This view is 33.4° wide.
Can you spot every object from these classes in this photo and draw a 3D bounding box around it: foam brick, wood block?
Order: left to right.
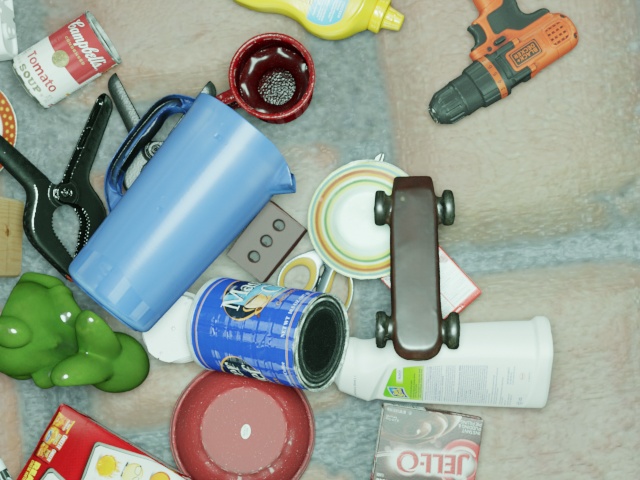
[{"bbox_3d":[-0.389,-0.007,1.120,0.090,0.206,0.091,2,88,3],"label":"wood block"},{"bbox_3d":[-0.058,0.001,1.178,0.053,0.051,0.078,38,90,3],"label":"foam brick"}]

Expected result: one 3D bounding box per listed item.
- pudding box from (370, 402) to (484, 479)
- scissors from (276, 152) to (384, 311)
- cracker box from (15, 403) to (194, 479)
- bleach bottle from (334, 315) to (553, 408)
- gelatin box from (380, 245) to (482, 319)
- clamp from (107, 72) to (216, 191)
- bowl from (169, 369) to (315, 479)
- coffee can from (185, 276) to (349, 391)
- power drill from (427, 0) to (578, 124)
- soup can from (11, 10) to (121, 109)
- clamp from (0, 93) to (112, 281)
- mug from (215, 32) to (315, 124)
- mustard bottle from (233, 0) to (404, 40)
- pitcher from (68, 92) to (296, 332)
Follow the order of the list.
[{"bbox_3d":[0.116,0.229,1.165,0.113,0.039,0.090,9,89,4],"label":"pudding box"},{"bbox_3d":[0.009,-0.006,1.192,0.096,0.016,0.202,9,88,4],"label":"scissors"},{"bbox_3d":[-0.224,0.296,1.127,0.214,0.072,0.164,25,79,23],"label":"cracker box"},{"bbox_3d":[0.116,0.130,1.144,0.251,0.068,0.102,1,128,4],"label":"bleach bottle"},{"bbox_3d":[0.121,0.049,1.177,0.073,0.030,0.089,-43,86,2],"label":"gelatin box"},{"bbox_3d":[-0.192,-0.108,1.196,0.120,0.039,0.171,13,86,4],"label":"clamp"},{"bbox_3d":[-0.083,0.206,1.153,0.162,0.055,0.162,1,78,-5],"label":"bowl"},{"bbox_3d":[-0.055,0.097,1.122,0.141,0.102,0.103,7,88,33],"label":"coffee can"},{"bbox_3d":[0.163,-0.242,1.174,0.184,0.057,0.187,-33,89,-2],"label":"power drill"},{"bbox_3d":[-0.284,-0.201,1.191,0.102,0.068,0.068,-31,86,2],"label":"soup can"},{"bbox_3d":[-0.281,-0.059,1.184,0.164,0.036,0.210,-23,102,-31],"label":"clamp"},{"bbox_3d":[-0.061,-0.168,1.170,0.117,0.081,0.093,-24,87,2],"label":"mug"},{"bbox_3d":[0.002,-0.276,1.182,0.191,0.058,0.096,23,90,4],"label":"mustard bottle"},{"bbox_3d":[-0.157,-0.032,1.126,0.145,0.149,0.243,43,83,-28],"label":"pitcher"}]
